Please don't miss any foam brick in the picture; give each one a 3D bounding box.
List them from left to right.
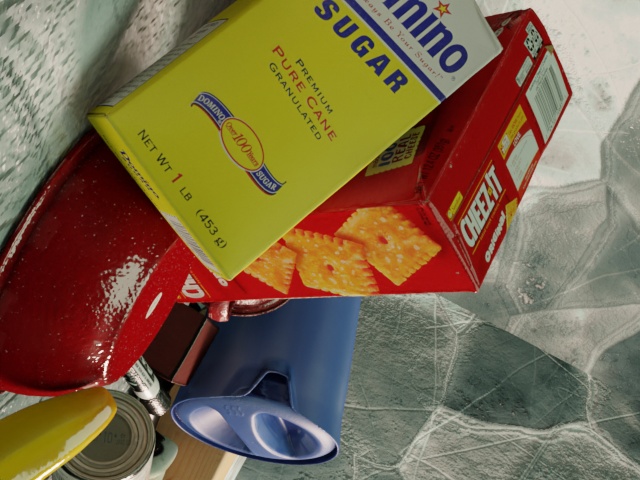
[{"bbox_3d":[-0.109,0.068,0.759,0.051,0.053,0.078,-61,175,-8],"label":"foam brick"}]

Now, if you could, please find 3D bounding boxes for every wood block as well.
[{"bbox_3d":[-0.118,0.176,1.026,0.206,0.091,0.090,-63,174,13],"label":"wood block"}]

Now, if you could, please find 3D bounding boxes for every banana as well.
[{"bbox_3d":[-0.164,0.127,0.450,0.197,0.070,0.037,-51,136,-48],"label":"banana"}]

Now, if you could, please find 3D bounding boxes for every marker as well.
[{"bbox_3d":[-0.121,0.082,0.688,0.020,0.020,0.121,-60,155,-25],"label":"marker"}]

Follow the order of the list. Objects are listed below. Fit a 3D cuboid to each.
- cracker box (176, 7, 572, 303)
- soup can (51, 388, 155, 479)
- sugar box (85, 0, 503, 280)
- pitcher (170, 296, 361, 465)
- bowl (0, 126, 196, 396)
[{"bbox_3d":[0.014,-0.046,0.609,0.072,0.214,0.164,58,47,-31],"label":"cracker box"},{"bbox_3d":[-0.149,0.152,0.725,0.068,0.068,0.102,-59,173,-35],"label":"soup can"},{"bbox_3d":[-0.007,-0.073,0.487,0.176,0.093,0.048,-40,-159,-12],"label":"sugar box"},{"bbox_3d":[-0.030,0.056,0.882,0.144,0.149,0.242,43,49,-41],"label":"pitcher"},{"bbox_3d":[-0.105,0.018,0.529,0.162,0.055,0.162,-61,175,-10],"label":"bowl"}]
